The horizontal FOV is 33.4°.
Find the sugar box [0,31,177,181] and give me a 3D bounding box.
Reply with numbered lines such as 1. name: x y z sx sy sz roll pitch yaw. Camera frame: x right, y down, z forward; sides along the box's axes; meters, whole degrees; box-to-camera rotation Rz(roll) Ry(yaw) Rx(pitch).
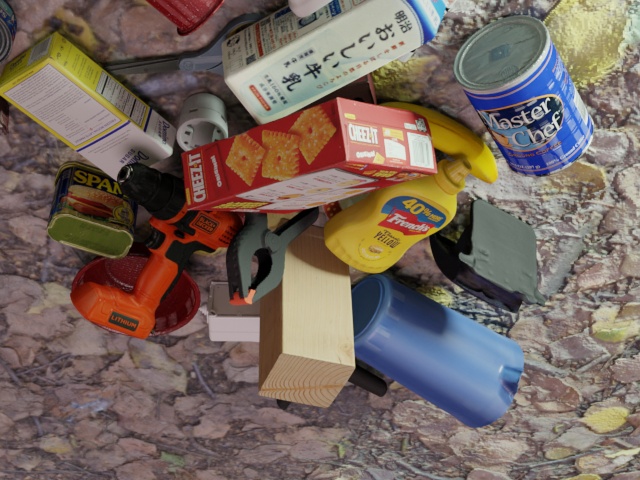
1. sugar box: -0.249 -0.140 1.149 0.094 0.048 0.176 -21 137 35

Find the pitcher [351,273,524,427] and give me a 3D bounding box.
1. pitcher: 0.136 0.143 1.420 0.242 0.145 0.149 31 116 -25

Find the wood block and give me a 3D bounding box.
1. wood block: -0.019 0.085 1.283 0.090 0.206 0.090 13 135 -16

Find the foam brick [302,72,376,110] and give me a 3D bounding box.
1. foam brick: 0.018 -0.158 1.136 0.078 0.051 0.053 -10 136 10

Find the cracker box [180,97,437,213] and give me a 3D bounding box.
1. cracker box: -0.013 -0.083 1.112 0.214 0.072 0.163 -13 171 37

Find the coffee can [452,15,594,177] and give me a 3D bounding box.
1. coffee can: 0.213 -0.149 1.113 0.103 0.103 0.140 -22 134 21

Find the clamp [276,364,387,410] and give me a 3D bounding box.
1. clamp: 0.005 0.168 1.497 0.164 0.036 0.210 -5 137 5

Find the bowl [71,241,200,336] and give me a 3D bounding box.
1. bowl: -0.231 0.052 1.353 0.162 0.055 0.162 -1 137 -1

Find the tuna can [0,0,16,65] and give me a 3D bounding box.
1. tuna can: -0.352 -0.215 1.078 0.086 0.033 0.086 -1 137 -1

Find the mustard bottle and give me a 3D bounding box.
1. mustard bottle: 0.099 -0.036 1.229 0.096 0.058 0.192 29 130 -30

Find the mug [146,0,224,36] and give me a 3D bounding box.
1. mug: -0.141 -0.254 1.013 0.081 0.093 0.117 37 162 -28

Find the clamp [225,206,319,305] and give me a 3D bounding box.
1. clamp: -0.058 0.002 1.238 0.120 0.171 0.039 26 159 -33

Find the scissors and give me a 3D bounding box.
1. scissors: -0.129 -0.201 1.113 0.201 0.016 0.096 6 135 -7

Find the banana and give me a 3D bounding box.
1. banana: 0.128 -0.115 1.200 0.197 0.037 0.070 19 155 -18

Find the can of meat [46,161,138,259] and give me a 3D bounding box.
1. can of meat: -0.263 -0.034 1.239 0.102 0.084 0.058 18 134 -19

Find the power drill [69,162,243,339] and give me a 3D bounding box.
1. power drill: -0.196 0.013 1.198 0.188 0.057 0.184 -51 137 9
